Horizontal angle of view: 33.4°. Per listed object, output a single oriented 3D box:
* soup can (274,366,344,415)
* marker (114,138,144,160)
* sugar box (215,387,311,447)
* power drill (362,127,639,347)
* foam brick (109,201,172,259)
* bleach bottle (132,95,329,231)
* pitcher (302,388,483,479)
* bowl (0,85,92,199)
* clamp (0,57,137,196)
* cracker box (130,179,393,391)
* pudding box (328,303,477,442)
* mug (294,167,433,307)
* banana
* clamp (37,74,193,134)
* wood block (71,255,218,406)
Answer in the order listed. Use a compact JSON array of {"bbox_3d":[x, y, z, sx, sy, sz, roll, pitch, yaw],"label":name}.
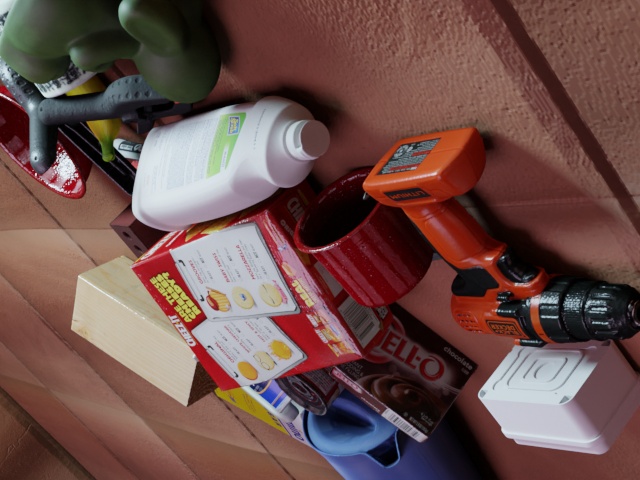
[{"bbox_3d":[0.008,0.118,1.095,0.068,0.102,0.068,32,154,17],"label":"soup can"},{"bbox_3d":[-0.178,-0.090,1.112,0.121,0.020,0.020,14,145,44],"label":"marker"},{"bbox_3d":[-0.073,0.207,1.426,0.176,0.048,0.093,25,151,32],"label":"sugar box"},{"bbox_3d":[0.130,0.005,0.786,0.187,0.057,0.185,51,152,-22],"label":"power drill"},{"bbox_3d":[-0.194,-0.007,1.235,0.053,0.051,0.078,4,138,53],"label":"foam brick"},{"bbox_3d":[-0.076,-0.065,0.916,0.068,0.102,0.251,14,170,-33],"label":"bleach bottle"},{"bbox_3d":[0.091,0.234,1.162,0.145,0.149,0.242,-4,135,37],"label":"pitcher"},{"bbox_3d":[-0.309,-0.123,1.200,0.162,0.055,0.162,32,154,17],"label":"bowl"},{"bbox_3d":[-0.264,-0.129,1.084,0.210,0.036,0.164,58,-163,26],"label":"clamp"},{"bbox_3d":[-0.057,0.047,1.016,0.214,0.072,0.164,-20,109,45],"label":"cracker box"},{"bbox_3d":[0.078,0.124,1.021,0.113,0.090,0.039,38,157,4],"label":"pudding box"},{"bbox_3d":[0.032,0.000,0.884,0.081,0.093,0.117,48,158,-28],"label":"mug"},{"bbox_3d":[-0.257,-0.168,1.045,0.197,0.037,0.069,48,-162,-18],"label":"banana"},{"bbox_3d":[-0.165,-0.125,0.984,0.172,0.120,0.039,-4,91,40],"label":"clamp"},{"bbox_3d":[-0.215,0.114,1.388,0.206,0.090,0.091,29,123,24],"label":"wood block"}]
